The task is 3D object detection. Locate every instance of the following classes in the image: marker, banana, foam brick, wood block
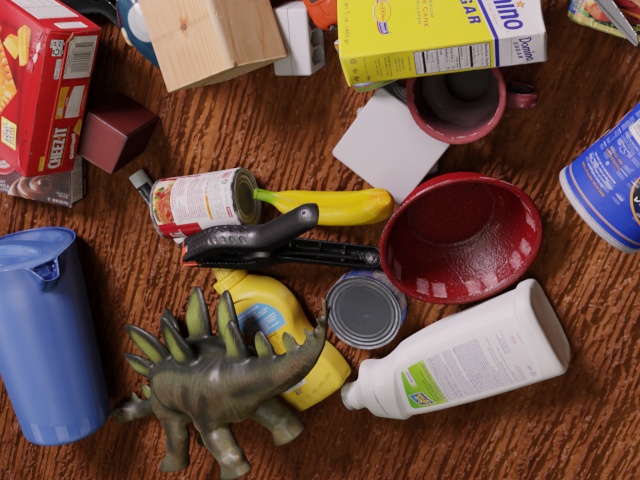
[{"bbox_3d":[-0.173,-0.027,1.201,0.020,0.020,0.121,-31,98,28],"label":"marker"},{"bbox_3d":[0.016,-0.034,1.085,0.198,0.069,0.037,2,89,47],"label":"banana"},{"bbox_3d":[-0.220,-0.115,1.149,0.051,0.078,0.053,32,119,3],"label":"foam brick"},{"bbox_3d":[-0.120,-0.257,1.018,0.091,0.090,0.206,-13,97,40],"label":"wood block"}]

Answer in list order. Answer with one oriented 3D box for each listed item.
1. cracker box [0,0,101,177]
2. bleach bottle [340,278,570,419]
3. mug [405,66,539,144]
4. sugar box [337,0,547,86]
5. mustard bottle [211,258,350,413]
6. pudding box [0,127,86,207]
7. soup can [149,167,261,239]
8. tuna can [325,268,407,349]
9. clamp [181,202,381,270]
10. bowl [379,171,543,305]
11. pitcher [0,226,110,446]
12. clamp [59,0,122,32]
[{"bbox_3d":[-0.334,-0.188,1.123,0.214,0.071,0.164,35,121,30],"label":"cracker box"},{"bbox_3d":[0.129,0.127,1.130,0.251,0.068,0.102,-22,105,28],"label":"bleach bottle"},{"bbox_3d":[0.146,-0.144,1.000,0.117,0.081,0.093,10,114,16],"label":"mug"},{"bbox_3d":[0.105,-0.192,0.938,0.176,0.093,0.048,-8,147,10],"label":"sugar box"},{"bbox_3d":[-0.058,0.098,1.188,0.096,0.058,0.191,-33,97,35],"label":"mustard bottle"},{"bbox_3d":[-0.323,-0.094,1.218,0.114,0.039,0.090,11,114,16],"label":"pudding box"},{"bbox_3d":[-0.123,-0.040,1.150,0.102,0.068,0.068,-7,109,22],"label":"soup can"},{"bbox_3d":[0.050,0.072,1.152,0.086,0.033,0.086,7,114,17],"label":"tuna can"},{"bbox_3d":[-0.057,0.001,1.101,0.210,0.164,0.036,-3,71,20],"label":"clamp"},{"bbox_3d":[0.134,-0.012,1.053,0.162,0.055,0.162,-4,130,-5],"label":"bowl"},{"bbox_3d":[-0.332,0.112,1.262,0.145,0.149,0.243,-7,111,8],"label":"pitcher"},{"bbox_3d":[-0.225,-0.257,1.116,0.171,0.039,0.120,12,110,12],"label":"clamp"}]
